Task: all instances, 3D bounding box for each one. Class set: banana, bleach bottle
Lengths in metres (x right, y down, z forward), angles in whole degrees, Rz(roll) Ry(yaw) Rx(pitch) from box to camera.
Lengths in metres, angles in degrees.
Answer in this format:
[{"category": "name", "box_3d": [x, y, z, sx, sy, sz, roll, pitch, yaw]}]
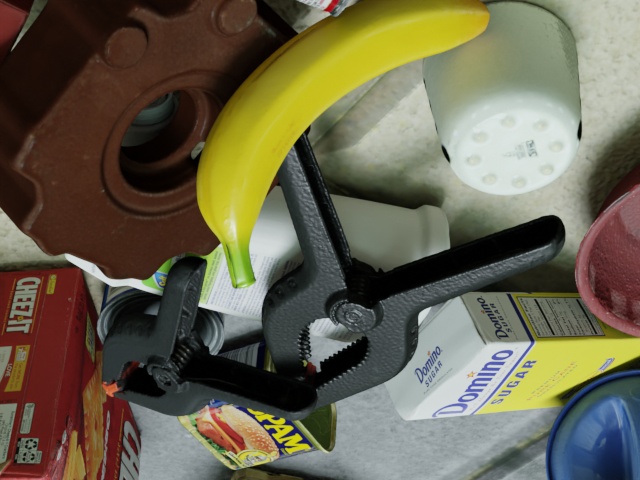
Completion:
[{"category": "banana", "box_3d": [0.002, -0.070, 0.522, 0.197, 0.037, 0.069, -47, 119, -13]}, {"category": "bleach bottle", "box_3d": [-0.054, 0.001, 0.661, 0.250, 0.068, 0.103, 13, 134, -10]}]

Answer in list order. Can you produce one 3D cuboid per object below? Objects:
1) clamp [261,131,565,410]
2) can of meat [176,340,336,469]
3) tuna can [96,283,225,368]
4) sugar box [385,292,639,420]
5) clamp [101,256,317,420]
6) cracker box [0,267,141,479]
[{"category": "clamp", "box_3d": [0.014, 0.024, 0.609, 0.164, 0.036, 0.210, 27, 131, -10]}, {"category": "can of meat", "box_3d": [-0.048, 0.122, 0.788, 0.084, 0.057, 0.102, -18, 132, 21]}, {"category": "tuna can", "box_3d": [-0.108, 0.051, 0.731, 0.086, 0.033, 0.086, 0, 136, 0]}, {"category": "sugar box", "box_3d": [0.135, 0.075, 0.701, 0.175, 0.048, 0.093, -1, 143, -38]}, {"category": "clamp", "box_3d": [-0.090, 0.066, 0.662, 0.172, 0.039, 0.120, -11, 115, 42]}, {"category": "cracker box", "box_3d": [-0.179, 0.149, 0.736, 0.072, 0.164, 0.214, -4, 137, 3]}]
